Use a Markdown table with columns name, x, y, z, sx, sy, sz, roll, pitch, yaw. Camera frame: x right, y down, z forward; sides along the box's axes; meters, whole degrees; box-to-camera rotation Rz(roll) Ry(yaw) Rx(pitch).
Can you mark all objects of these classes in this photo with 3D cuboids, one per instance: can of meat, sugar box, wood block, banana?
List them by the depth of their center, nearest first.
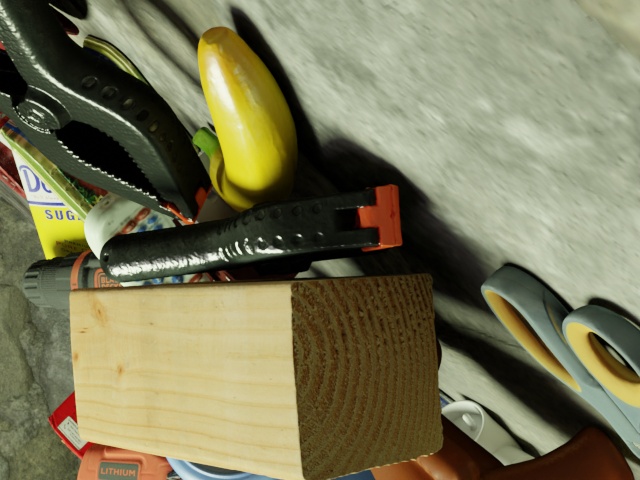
| name | x | y | z | sx | sy | sz | roll | pitch | yaw |
| --- | --- | --- | --- | --- | --- | --- | --- | --- | --- |
| banana | -0.041 | -0.048 | 0.541 | 0.069 | 0.037 | 0.198 | 40 | 167 | -1 |
| wood block | -0.043 | 0.066 | 0.565 | 0.090 | 0.090 | 0.207 | -3 | 179 | -41 |
| can of meat | -0.141 | -0.063 | 0.681 | 0.058 | 0.084 | 0.102 | 28 | 161 | 47 |
| sugar box | -0.190 | -0.014 | 0.887 | 0.093 | 0.048 | 0.176 | 12 | 136 | 21 |

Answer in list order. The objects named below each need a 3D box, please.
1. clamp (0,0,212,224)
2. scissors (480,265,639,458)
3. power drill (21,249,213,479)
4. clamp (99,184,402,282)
| name | x | y | z | sx | sy | sz | roll | pitch | yaw |
| --- | --- | --- | --- | --- | --- | --- | --- | --- | --- |
| clamp | -0.144 | -0.076 | 0.536 | 0.165 | 0.036 | 0.209 | -7 | 140 | 45 |
| scissors | 0.148 | 0.084 | 0.464 | 0.201 | 0.016 | 0.096 | 45 | 167 | -12 |
| power drill | -0.160 | 0.099 | 0.842 | 0.185 | 0.188 | 0.057 | -4 | -177 | 34 |
| clamp | -0.031 | 0.000 | 0.524 | 0.172 | 0.120 | 0.039 | -18 | 83 | 59 |
